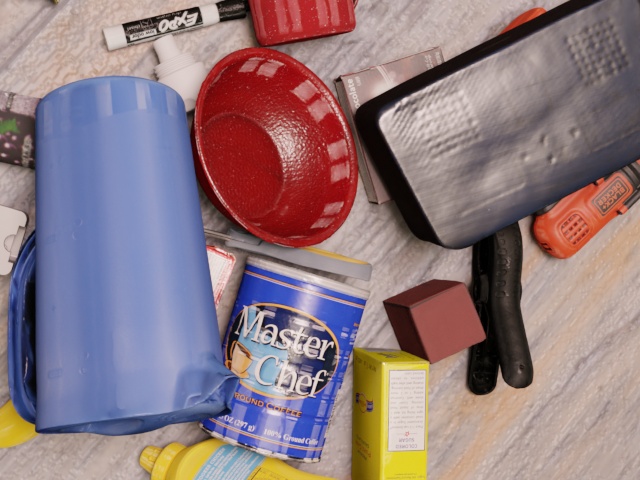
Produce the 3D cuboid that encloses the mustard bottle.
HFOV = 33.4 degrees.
[{"bbox_3d":[-0.060,0.204,0.830,0.192,0.058,0.096,20,52,23],"label":"mustard bottle"}]

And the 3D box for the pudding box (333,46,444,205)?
[{"bbox_3d":[0.070,-0.095,0.893,0.090,0.039,0.113,-19,96,-11],"label":"pudding box"}]

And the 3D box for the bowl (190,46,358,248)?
[{"bbox_3d":[-0.046,-0.067,0.840,0.161,0.055,0.162,15,67,-39],"label":"bowl"}]

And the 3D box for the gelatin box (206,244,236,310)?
[{"bbox_3d":[-0.100,0.046,0.843,0.030,0.073,0.089,24,86,-13],"label":"gelatin box"}]

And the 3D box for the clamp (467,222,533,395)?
[{"bbox_3d":[0.149,0.047,0.878,0.039,0.120,0.171,0,88,-13],"label":"clamp"}]

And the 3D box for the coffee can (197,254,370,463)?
[{"bbox_3d":[-0.029,0.092,0.845,0.102,0.103,0.140,17,88,-13],"label":"coffee can"}]

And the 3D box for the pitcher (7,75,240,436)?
[{"bbox_3d":[-0.149,0.016,0.756,0.149,0.145,0.243,-3,77,-16],"label":"pitcher"}]

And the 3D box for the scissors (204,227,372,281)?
[{"bbox_3d":[-0.056,0.001,0.859,0.202,0.096,0.016,15,92,5],"label":"scissors"}]

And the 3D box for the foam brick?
[{"bbox_3d":[0.093,0.066,0.884,0.053,0.078,0.051,-22,95,-11],"label":"foam brick"}]

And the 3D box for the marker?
[{"bbox_3d":[-0.114,-0.176,0.860,0.121,0.020,0.020,-16,95,-11],"label":"marker"}]

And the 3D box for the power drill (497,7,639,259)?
[{"bbox_3d":[0.216,-0.105,0.916,0.184,0.057,0.187,-44,100,-8],"label":"power drill"}]

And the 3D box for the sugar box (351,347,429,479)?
[{"bbox_3d":[0.054,0.180,0.871,0.048,0.093,0.176,3,91,-12],"label":"sugar box"}]

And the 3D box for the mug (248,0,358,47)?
[{"bbox_3d":[-0.010,-0.203,0.855,0.117,0.093,0.081,-20,103,-48],"label":"mug"}]
